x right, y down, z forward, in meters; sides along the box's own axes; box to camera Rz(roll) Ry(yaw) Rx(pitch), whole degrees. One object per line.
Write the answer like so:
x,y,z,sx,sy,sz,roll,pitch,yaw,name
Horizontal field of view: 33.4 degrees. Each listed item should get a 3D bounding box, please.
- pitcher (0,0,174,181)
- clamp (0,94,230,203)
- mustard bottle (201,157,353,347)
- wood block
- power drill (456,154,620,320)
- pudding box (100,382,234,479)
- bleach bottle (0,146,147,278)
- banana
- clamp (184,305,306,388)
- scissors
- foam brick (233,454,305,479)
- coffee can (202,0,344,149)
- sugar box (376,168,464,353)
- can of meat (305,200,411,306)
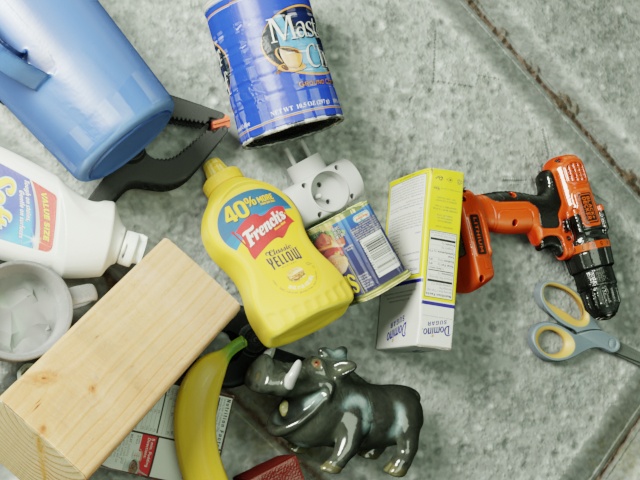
-0.242,-0.170,0.900,0.149,0.145,0.243,-40,89,-30,pitcher
-0.188,-0.093,0.990,0.209,0.036,0.164,-24,92,-20,clamp
-0.056,0.001,0.998,0.096,0.058,0.192,-23,69,-26,mustard bottle
-0.169,0.105,0.870,0.090,0.091,0.205,42,50,-2,wood block
0.222,0.006,1.126,0.187,0.057,0.184,-8,76,-26,power drill
-0.142,0.172,0.968,0.113,0.039,0.090,17,77,-22,pudding box
-0.270,-0.036,0.913,0.250,0.068,0.102,18,79,-11,bleach bottle
-0.093,0.185,0.936,0.069,0.037,0.198,-4,93,3,banana
-0.060,0.102,1.013,0.171,0.039,0.120,-23,88,-24,clamp
0.302,0.124,1.167,0.201,0.016,0.096,41,68,-11,scissors
-0.039,0.245,0.992,0.052,0.051,0.078,-22,90,-23,foam brick
-0.045,-0.169,1.023,0.102,0.103,0.140,-15,88,-24,coffee can
0.099,0.022,1.059,0.048,0.093,0.176,7,80,-21,sugar box
0.031,0.014,1.028,0.057,0.102,0.084,-29,92,-23,can of meat
